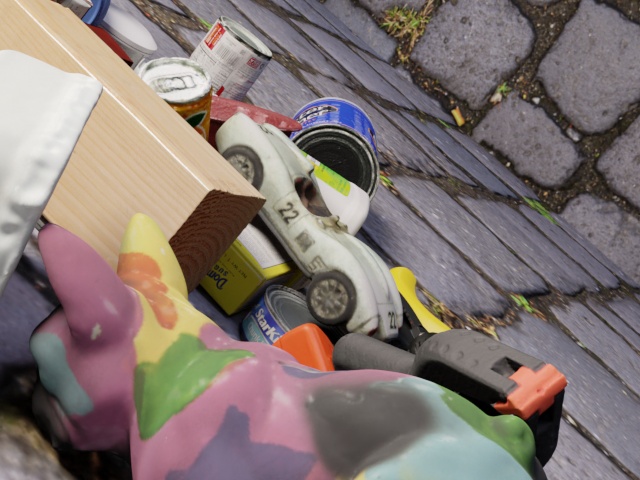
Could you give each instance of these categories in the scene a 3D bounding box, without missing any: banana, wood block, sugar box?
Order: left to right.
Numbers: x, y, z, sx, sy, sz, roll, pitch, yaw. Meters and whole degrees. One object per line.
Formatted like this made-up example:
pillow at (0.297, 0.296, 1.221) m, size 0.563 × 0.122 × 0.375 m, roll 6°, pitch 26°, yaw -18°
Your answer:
wood block at (-0.147, -0.063, 0.696) m, size 0.206 × 0.091 × 0.090 m, roll 44°, pitch 12°, yaw 16°
sugar box at (-0.055, 0.001, 0.822) m, size 0.093 × 0.048 × 0.176 m, roll 47°, pitch 13°, yaw 10°
banana at (0.085, 0.066, 0.975) m, size 0.069 × 0.037 × 0.198 m, roll 24°, pitch 14°, yaw -25°

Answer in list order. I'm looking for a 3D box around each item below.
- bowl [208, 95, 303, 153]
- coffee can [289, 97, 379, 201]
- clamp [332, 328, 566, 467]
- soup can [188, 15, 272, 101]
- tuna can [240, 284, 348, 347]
bowl at (-0.099, -0.089, 0.893) m, size 0.162 × 0.055 × 0.162 m, roll 13°, pitch 12°, yaw -3°
coffee can at (0.010, -0.087, 1.123) m, size 0.102 × 0.103 × 0.140 m, roll 37°, pitch 16°, yaw -10°
clamp at (0.061, 0.078, 0.528) m, size 0.120 × 0.039 × 0.172 m, roll 45°, pitch -27°, yaw 8°
soup can at (-0.104, -0.166, 1.077) m, size 0.068 × 0.102 × 0.068 m, roll 36°, pitch 16°, yaw -12°
tuna can at (-0.014, 0.072, 0.742) m, size 0.086 × 0.034 × 0.086 m, roll 37°, pitch 15°, yaw -12°
